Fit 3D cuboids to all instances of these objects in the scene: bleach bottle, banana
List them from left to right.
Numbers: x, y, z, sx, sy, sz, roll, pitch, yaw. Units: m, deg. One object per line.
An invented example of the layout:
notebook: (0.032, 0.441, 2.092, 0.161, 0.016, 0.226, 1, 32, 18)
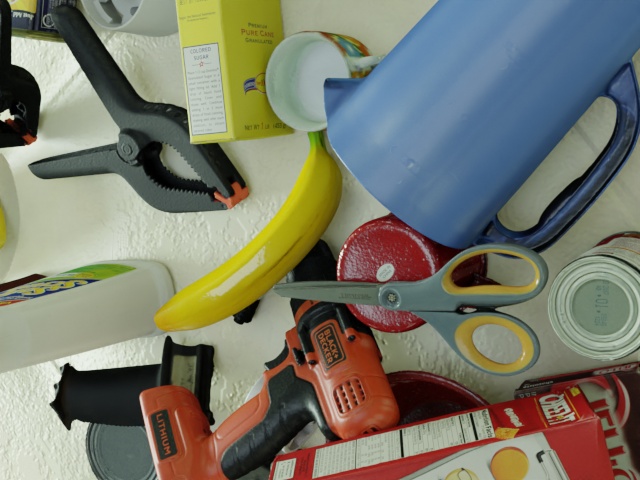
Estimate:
bleach bottle: (-0.224, 0.066, 0.826, 0.103, 0.250, 0.068, 0, 98, 27)
banana: (-0.044, 0.005, 0.804, 0.198, 0.037, 0.070, -49, 37, -3)

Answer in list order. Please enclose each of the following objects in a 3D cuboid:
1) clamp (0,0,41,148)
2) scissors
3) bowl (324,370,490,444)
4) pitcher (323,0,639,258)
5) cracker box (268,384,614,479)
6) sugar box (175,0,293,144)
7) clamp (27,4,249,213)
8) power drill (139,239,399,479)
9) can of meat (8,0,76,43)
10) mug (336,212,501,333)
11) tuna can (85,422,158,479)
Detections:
clamp: (-0.284, -0.117, 0.879, 0.120, 0.171, 0.039, -38, 67, -15)
scissors: (0.062, 0.054, 0.715, 0.202, 0.016, 0.096, -16, 94, 33)
bowl: (0.085, 0.169, 0.793, 0.162, 0.055, 0.162, 5, 100, 27)
pitcher: (0.133, -0.113, 0.691, 0.243, 0.149, 0.145, -48, 45, 22)
cracker box: (0.089, 0.201, 0.701, 0.214, 0.072, 0.164, -14, 102, 6)
sugar box: (-0.066, -0.163, 0.798, 0.048, 0.093, 0.176, 0, 98, 27)
clamp: (-0.156, -0.075, 0.883, 0.210, 0.036, 0.165, 35, 127, 10)
power drill: (-0.045, 0.102, 0.797, 0.188, 0.057, 0.184, -34, 47, 14)
can of meat: (-0.255, -0.215, 0.908, 0.102, 0.057, 0.084, 11, 101, 25)
mug: (0.073, 0.024, 0.762, 0.117, 0.081, 0.093, 24, 108, 22)
tuna can: (-0.162, 0.180, 0.935, 0.086, 0.033, 0.086, 5, 100, 27)
